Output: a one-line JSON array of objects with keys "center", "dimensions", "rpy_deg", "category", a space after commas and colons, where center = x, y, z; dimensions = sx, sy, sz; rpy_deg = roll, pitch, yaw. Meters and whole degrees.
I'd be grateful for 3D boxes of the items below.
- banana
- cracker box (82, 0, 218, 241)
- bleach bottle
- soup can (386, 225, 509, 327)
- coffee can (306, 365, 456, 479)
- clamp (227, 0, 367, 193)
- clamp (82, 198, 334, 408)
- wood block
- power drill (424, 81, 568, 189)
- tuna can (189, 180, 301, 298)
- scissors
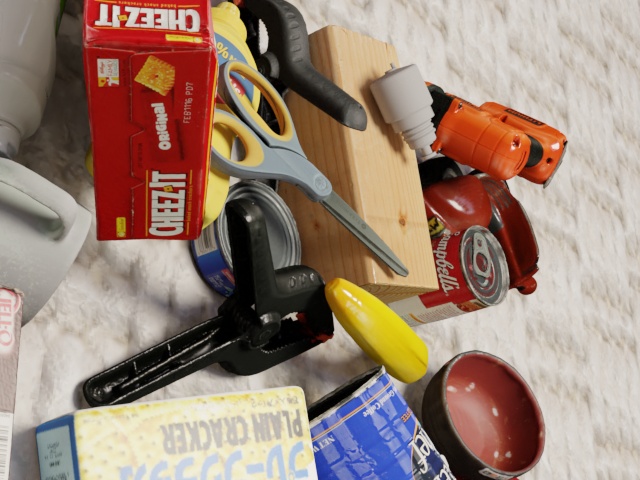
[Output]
[{"center": [0.048, 0.075, 0.805], "dimensions": [0.037, 0.070, 0.197], "rpy_deg": [-53, 161, -5], "category": "banana"}, {"center": [-0.100, -0.131, 0.636], "dimensions": [0.072, 0.164, 0.213], "rpy_deg": [0, 54, -9], "category": "cracker box"}, {"center": [-0.181, -0.163, 0.655], "dimensions": [0.068, 0.103, 0.251], "rpy_deg": [9, 65, -10], "category": "bleach bottle"}, {"center": [0.098, 0.033, 0.900], "dimensions": [0.068, 0.102, 0.068], "rpy_deg": [22, 59, -43], "category": "soup can"}, {"center": [0.040, 0.175, 0.753], "dimensions": [0.102, 0.103, 0.140], "rpy_deg": [-31, 87, -51], "category": "coffee can"}, {"center": [-0.038, -0.118, 0.823], "dimensions": [0.039, 0.120, 0.171], "rpy_deg": [10, 46, -51], "category": "clamp"}, {"center": [-0.057, 0.059, 0.720], "dimensions": [0.036, 0.164, 0.209], "rpy_deg": [47, 8, 26], "category": "clamp"}, {"center": [0.019, -0.053, 0.853], "dimensions": [0.090, 0.090, 0.206], "rpy_deg": [7, 70, -49], "category": "wood block"}, {"center": [0.132, -0.104, 0.976], "dimensions": [0.187, 0.185, 0.057], "rpy_deg": [0, 119, -56], "category": "power drill"}, {"center": [-0.055, 0.001, 0.787], "dimensions": [0.086, 0.034, 0.086], "rpy_deg": [22, 59, -43], "category": "tuna can"}, {"center": [-0.018, -0.035, 0.743], "dimensions": [0.202, 0.016, 0.096], "rpy_deg": [55, 46, -6], "category": "scissors"}]
